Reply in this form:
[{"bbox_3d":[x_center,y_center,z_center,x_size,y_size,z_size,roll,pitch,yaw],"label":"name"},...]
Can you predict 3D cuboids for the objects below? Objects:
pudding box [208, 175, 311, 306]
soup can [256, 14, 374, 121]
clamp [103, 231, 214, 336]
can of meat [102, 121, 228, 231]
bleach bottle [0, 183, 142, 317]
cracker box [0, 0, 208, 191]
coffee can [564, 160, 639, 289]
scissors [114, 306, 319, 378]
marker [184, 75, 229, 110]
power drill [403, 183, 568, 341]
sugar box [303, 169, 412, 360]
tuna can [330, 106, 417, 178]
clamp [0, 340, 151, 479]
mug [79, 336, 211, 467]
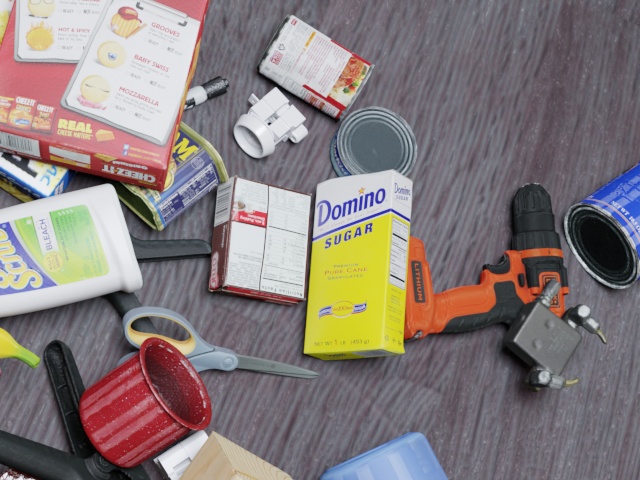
[{"bbox_3d":[-0.057,0.001,1.031,0.089,0.039,0.113,13,73,-30],"label":"pudding box"},{"bbox_3d":[-0.006,-0.176,1.088,0.102,0.069,0.068,31,70,-5],"label":"soup can"},{"bbox_3d":[-0.193,0.032,0.997,0.171,0.039,0.120,19,66,-13],"label":"clamp"},{"bbox_3d":[-0.153,-0.068,1.010,0.083,0.057,0.102,-41,58,-18],"label":"can of meat"},{"bbox_3d":[-0.289,0.030,0.923,0.250,0.068,0.102,-17,87,-12],"label":"bleach bottle"},{"bbox_3d":[-0.195,-0.167,0.956,0.164,0.072,0.213,13,71,-7],"label":"cracker box"},{"bbox_3d":[0.343,-0.028,1.124,0.140,0.103,0.103,-32,85,-20],"label":"coffee can"},{"bbox_3d":[-0.105,0.124,1.001,0.201,0.016,0.096,29,104,-27],"label":"scissors"},{"bbox_3d":[-0.145,-0.135,1.064,0.121,0.020,0.020,-27,84,-20],"label":"marker"},{"bbox_3d":[0.161,0.030,1.081,0.187,0.057,0.184,0,77,-15],"label":"power drill"},{"bbox_3d":[0.037,0.024,1.031,0.048,0.093,0.176,22,65,-52],"label":"sugar box"},{"bbox_3d":[0.054,-0.092,1.099,0.086,0.034,0.086,4,75,-14],"label":"tuna can"},{"bbox_3d":[-0.204,0.198,0.912,0.036,0.164,0.210,-34,94,23],"label":"clamp"},{"bbox_3d":[-0.151,0.146,0.942,0.082,0.117,0.093,-35,72,15],"label":"mug"}]
